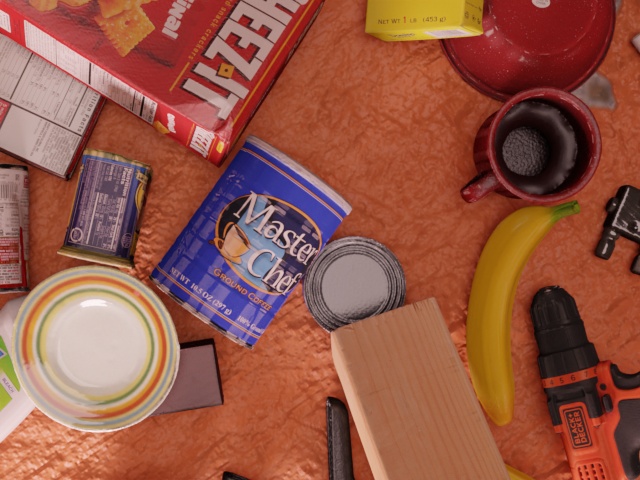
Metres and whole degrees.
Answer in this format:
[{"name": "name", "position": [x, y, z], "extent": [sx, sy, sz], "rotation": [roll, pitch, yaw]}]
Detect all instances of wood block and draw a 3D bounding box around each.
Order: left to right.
[{"name": "wood block", "position": [0.083, 0.162, 0.833], "extent": [0.090, 0.090, 0.206], "rotation": [-18, 64, -5]}]

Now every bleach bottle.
[{"name": "bleach bottle", "position": [-0.277, 0.128, 0.860], "extent": [0.250, 0.068, 0.102], "rotation": [-35, 96, -6]}]

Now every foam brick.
[{"name": "foam brick", "position": [-0.121, 0.113, 0.876], "extent": [0.078, 0.053, 0.051], "rotation": [-9, 91, -4]}]

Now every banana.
[{"name": "banana", "position": [0.155, 0.053, 0.896], "extent": [0.037, 0.070, 0.198], "rotation": [11, 97, -44]}]

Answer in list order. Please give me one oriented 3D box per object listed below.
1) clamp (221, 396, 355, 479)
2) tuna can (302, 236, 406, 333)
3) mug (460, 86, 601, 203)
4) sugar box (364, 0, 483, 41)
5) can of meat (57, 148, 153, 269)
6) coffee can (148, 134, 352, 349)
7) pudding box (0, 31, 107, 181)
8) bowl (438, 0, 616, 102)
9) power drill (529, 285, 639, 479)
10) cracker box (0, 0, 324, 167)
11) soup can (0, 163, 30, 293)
[{"name": "clamp", "position": [0.014, 0.219, 0.896], "extent": [0.120, 0.039, 0.171], "rotation": [-43, 100, 1]}, {"name": "tuna can", "position": [0.027, 0.039, 0.897], "extent": [0.086, 0.034, 0.086], "rotation": [0, 90, -5]}, {"name": "mug", "position": [0.165, -0.069, 0.884], "extent": [0.117, 0.081, 0.093], "rotation": [-39, 93, -4]}, {"name": "sugar box", "position": [0.090, -0.255, 0.874], "extent": [0.093, 0.048, 0.176], "rotation": [4, 92, 33]}, {"name": "can of meat", "position": [-0.168, -0.024, 0.848], "extent": [0.057, 0.102, 0.084], "rotation": [12, 87, -7]}, {"name": "coffee can", "position": [-0.056, 0.001, 0.856], "extent": [0.103, 0.103, 0.140], "rotation": [35, 88, -4]}, {"name": "pudding box", "position": [-0.239, -0.112, 0.873], "extent": [0.113, 0.039, 0.090], "rotation": [25, 86, -7]}, {"name": "bowl", "position": [0.180, -0.198, 0.898], "extent": [0.162, 0.055, 0.162], "rotation": [0, 91, -4]}, {"name": "power drill", "position": [0.272, 0.110, 0.868], "extent": [0.188, 0.057, 0.184], "rotation": [-18, 85, 31]}, {"name": "cracker box", "position": [-0.125, -0.187, 0.848], "extent": [0.213, 0.072, 0.164], "rotation": [32, 73, -3]}, {"name": "soup can", "position": [-0.268, -0.009, 0.856], "extent": [0.068, 0.068, 0.102], "rotation": [0, 90, -5]}]
